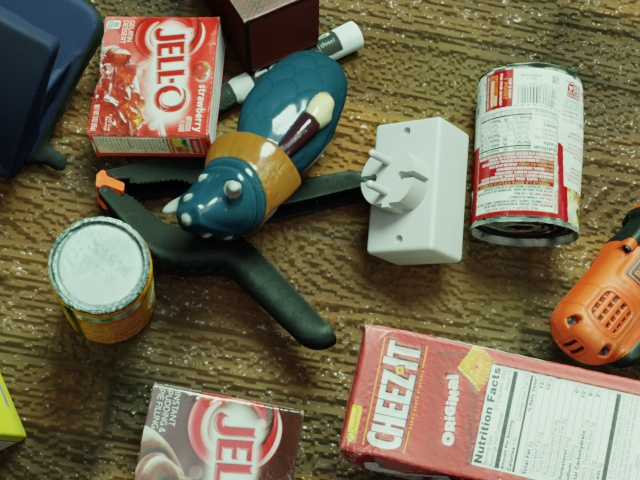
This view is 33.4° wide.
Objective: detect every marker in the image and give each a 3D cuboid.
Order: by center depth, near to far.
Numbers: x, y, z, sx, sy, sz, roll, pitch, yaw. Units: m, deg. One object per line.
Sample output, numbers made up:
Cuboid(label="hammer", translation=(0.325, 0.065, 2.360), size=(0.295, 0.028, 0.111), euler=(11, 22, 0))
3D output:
Cuboid(label="marker", translation=(-0.028, -0.108, 0.685), size=(0.121, 0.020, 0.020), euler=(-27, 84, -13))

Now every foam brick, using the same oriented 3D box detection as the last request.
Cuboid(label="foam brick", translation=(-0.041, -0.157, 0.668), size=(0.053, 0.051, 0.078), euler=(-25, 67, -12))

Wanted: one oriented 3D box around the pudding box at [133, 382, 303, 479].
Cuboid(label="pudding box", translation=(-0.064, 0.145, 0.618), size=(0.090, 0.039, 0.113), euler=(11, 77, -6))

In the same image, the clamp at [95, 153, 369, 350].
Cuboid(label="clamp", translation=(-0.054, 0.001, 0.645), size=(0.171, 0.039, 0.120), euler=(7, 58, -4))

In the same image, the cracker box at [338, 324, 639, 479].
Cuboid(label="cracker box", translation=(0.127, 0.111, 0.561), size=(0.214, 0.164, 0.072), euler=(11, 77, 12))

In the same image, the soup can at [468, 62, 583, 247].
Cuboid(label="soup can", translation=(0.130, -0.052, 0.672), size=(0.068, 0.068, 0.102), euler=(6, 77, -7))

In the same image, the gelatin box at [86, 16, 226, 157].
Cuboid(label="gelatin box", translation=(-0.099, -0.095, 0.651), size=(0.073, 0.030, 0.089), euler=(1, 64, 4))
